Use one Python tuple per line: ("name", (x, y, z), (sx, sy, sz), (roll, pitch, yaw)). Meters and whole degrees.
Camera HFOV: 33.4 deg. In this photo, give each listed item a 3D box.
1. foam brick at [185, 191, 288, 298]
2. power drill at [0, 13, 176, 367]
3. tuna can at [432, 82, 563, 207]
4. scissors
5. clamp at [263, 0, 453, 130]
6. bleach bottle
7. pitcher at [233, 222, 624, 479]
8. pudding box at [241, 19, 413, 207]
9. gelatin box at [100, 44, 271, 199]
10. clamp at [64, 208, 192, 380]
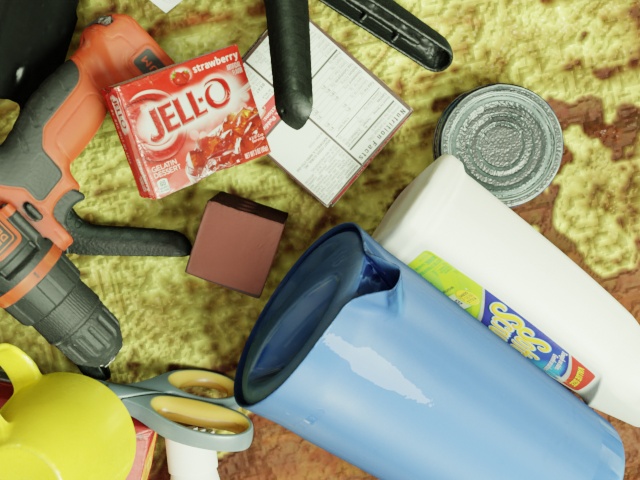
("foam brick", (-0.055, 0.001, 0.714), (0.053, 0.078, 0.051), (19, 97, -2))
("power drill", (-0.150, -0.037, 0.682), (0.184, 0.057, 0.187), (48, 68, -21))
("tuna can", (0.121, -0.065, 0.730), (0.086, 0.034, 0.086), (0, 96, 0))
("scissors", (-0.138, 0.097, 0.724), (0.202, 0.096, 0.016), (17, 109, 7))
("clamp", (-0.020, -0.168, 0.680), (0.210, 0.164, 0.036), (52, 135, 1))
("bleach bottle", (0.154, 0.049, 0.708), (0.251, 0.103, 0.068), (35, 68, -4))
("pitcher", (0.069, 0.109, 0.696), (0.242, 0.149, 0.145), (35, 94, -16))
("pudding box", (-0.007, -0.091, 0.724), (0.113, 0.039, 0.090), (41, 94, -6))
("gelatin box", (-0.083, -0.075, 0.669), (0.089, 0.030, 0.073), (-25, 105, -28))
("clamp", (-0.187, 0.019, 0.735), (0.171, 0.039, 0.120), (25, 90, -6))
